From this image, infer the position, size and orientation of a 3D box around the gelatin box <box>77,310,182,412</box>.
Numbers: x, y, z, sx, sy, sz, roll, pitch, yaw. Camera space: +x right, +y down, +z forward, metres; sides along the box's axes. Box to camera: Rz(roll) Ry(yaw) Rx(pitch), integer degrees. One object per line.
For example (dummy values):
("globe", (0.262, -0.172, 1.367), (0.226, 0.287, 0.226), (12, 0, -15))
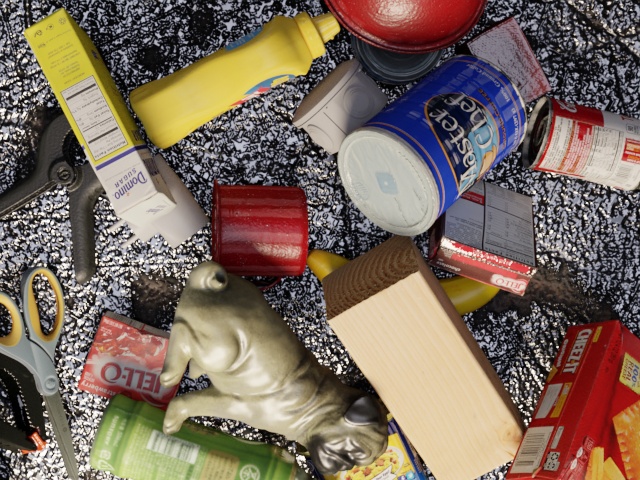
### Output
("gelatin box", (-0.171, 0.115, 0.992), (0.089, 0.030, 0.073), (20, 95, -5))

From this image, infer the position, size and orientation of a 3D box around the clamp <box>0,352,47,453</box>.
("clamp", (-0.319, 0.112, 0.944), (0.036, 0.164, 0.210), (-15, 108, 40))

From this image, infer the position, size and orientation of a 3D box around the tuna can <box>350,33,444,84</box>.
("tuna can", (0.072, -0.186, 0.972), (0.086, 0.034, 0.086), (0, 96, -3))

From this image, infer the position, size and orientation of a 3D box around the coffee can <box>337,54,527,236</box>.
("coffee can", (0.098, -0.084, 0.920), (0.140, 0.103, 0.103), (-40, 98, -33))

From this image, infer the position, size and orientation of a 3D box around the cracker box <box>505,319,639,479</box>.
("cracker box", (0.284, 0.198, 0.948), (0.213, 0.072, 0.164), (39, 62, -19))

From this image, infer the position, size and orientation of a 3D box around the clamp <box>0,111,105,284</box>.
("clamp", (-0.222, -0.048, 0.967), (0.120, 0.039, 0.171), (36, 93, -5))

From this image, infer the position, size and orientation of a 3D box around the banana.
("banana", (0.085, 0.040, 0.997), (0.197, 0.037, 0.069), (-2, 87, -3))

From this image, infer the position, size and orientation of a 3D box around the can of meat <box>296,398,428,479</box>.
("can of meat", (0.041, 0.208, 1.001), (0.102, 0.057, 0.084), (-25, 98, -1))

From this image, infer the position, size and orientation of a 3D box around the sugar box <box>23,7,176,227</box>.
("sugar box", (-0.183, -0.100, 0.902), (0.048, 0.093, 0.176), (-31, 84, 0))

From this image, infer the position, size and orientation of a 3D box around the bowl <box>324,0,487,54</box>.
("bowl", (0.079, -0.247, 0.928), (0.162, 0.055, 0.162), (3, 74, -10))

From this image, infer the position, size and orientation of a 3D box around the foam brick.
("foam brick", (0.165, -0.157, 0.971), (0.051, 0.053, 0.078), (-29, 96, 0))

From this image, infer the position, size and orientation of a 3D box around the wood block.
("wood block", (0.094, 0.108, 0.948), (0.091, 0.090, 0.206), (-31, 111, 10))

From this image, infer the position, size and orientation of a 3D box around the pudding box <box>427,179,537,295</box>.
("pudding box", (0.145, -0.009, 0.956), (0.090, 0.113, 0.039), (19, 129, -6))

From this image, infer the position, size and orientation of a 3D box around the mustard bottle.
("mustard bottle", (-0.071, -0.148, 0.937), (0.191, 0.096, 0.058), (-28, 96, 0))

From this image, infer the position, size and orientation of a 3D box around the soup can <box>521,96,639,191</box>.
("soup can", (0.244, -0.087, 0.975), (0.102, 0.068, 0.068), (13, 95, -5))

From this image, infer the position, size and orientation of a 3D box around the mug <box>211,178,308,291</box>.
("mug", (-0.056, 0.001, 0.964), (0.081, 0.093, 0.117), (0, 127, -8))

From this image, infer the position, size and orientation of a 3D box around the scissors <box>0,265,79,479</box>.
("scissors", (-0.264, 0.124, 0.964), (0.096, 0.016, 0.202), (0, 86, -43))
